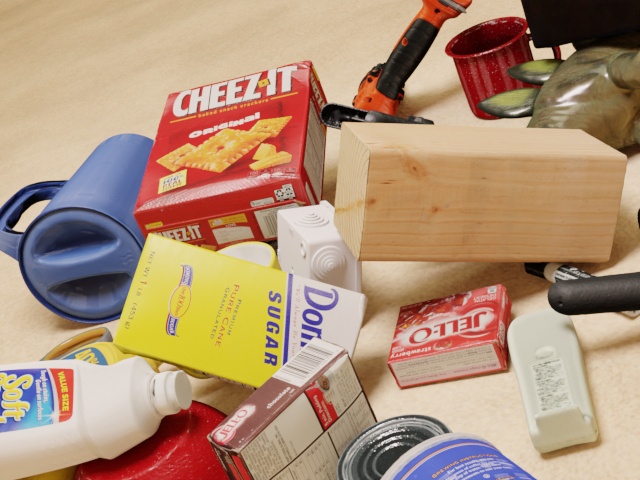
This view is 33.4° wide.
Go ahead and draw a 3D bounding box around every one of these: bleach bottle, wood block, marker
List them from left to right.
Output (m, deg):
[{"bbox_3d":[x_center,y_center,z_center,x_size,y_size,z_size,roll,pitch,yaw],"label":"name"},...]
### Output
[{"bbox_3d":[-0.214,0.130,0.811,0.251,0.068,0.102,-14,39,18],"label":"bleach bottle"},{"bbox_3d":[0.123,-0.038,0.846,0.206,0.090,0.091,0,21,-12],"label":"wood block"},{"bbox_3d":[0.201,0.032,0.830,0.020,0.020,0.121,-33,28,-18],"label":"marker"}]

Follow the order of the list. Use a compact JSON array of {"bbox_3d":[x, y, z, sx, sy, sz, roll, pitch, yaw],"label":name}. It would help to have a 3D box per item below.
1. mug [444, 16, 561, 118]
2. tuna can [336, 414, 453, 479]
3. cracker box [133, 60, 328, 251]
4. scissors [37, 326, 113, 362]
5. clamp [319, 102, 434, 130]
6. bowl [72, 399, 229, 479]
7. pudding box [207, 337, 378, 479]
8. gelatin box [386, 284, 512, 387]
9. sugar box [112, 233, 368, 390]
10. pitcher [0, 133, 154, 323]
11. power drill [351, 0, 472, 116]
[{"bbox_3d":[0.202,-0.188,1.155,0.117,0.081,0.093,-15,28,17],"label":"mug"},{"bbox_3d":[0.054,0.155,0.709,0.086,0.033,0.086,-19,28,10],"label":"tuna can"},{"bbox_3d":[-0.082,-0.083,1.050,0.164,0.072,0.213,-11,38,12],"label":"cracker box"},{"bbox_3d":[-0.287,0.144,1.017,0.201,0.016,0.096,-30,28,-11],"label":"scissors"},{"bbox_3d":[0.085,-0.106,1.047,0.171,0.039,0.120,12,12,-32],"label":"clamp"},{"bbox_3d":[-0.127,0.169,0.805,0.162,0.055,0.162,-19,27,10],"label":"bowl"},{"bbox_3d":[-0.014,0.137,0.735,0.113,0.090,0.039,-39,33,-29],"label":"pudding box"},{"bbox_3d":[0.101,0.073,0.821,0.089,0.030,0.073,-14,28,22],"label":"gelatin box"},{"bbox_3d":[-0.059,0.064,0.815,0.176,0.048,0.093,15,78,6],"label":"sugar box"},{"bbox_3d":[-0.239,-0.029,1.160,0.145,0.149,0.242,-29,21,17],"label":"pitcher"},{"bbox_3d":[0.103,-0.222,1.224,0.188,0.057,0.184,-59,7,25],"label":"power drill"}]
